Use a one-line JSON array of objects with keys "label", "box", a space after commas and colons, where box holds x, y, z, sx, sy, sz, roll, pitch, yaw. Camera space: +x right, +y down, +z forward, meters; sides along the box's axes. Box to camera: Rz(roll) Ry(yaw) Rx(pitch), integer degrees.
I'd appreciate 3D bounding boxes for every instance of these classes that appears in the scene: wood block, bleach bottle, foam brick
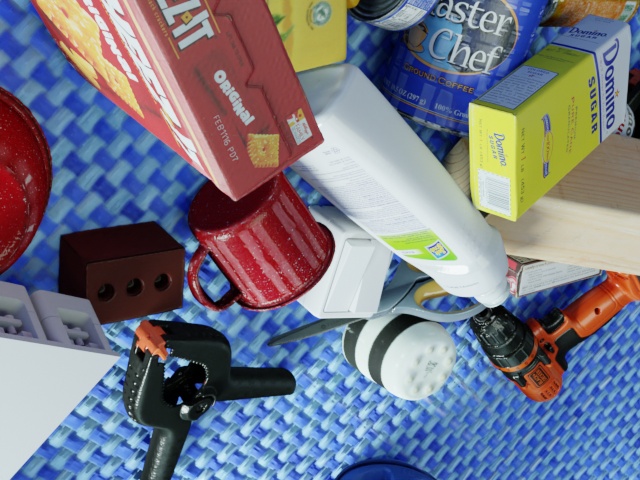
[{"label": "wood block", "box": [0.221, -0.039, 0.929, 0.205, 0.091, 0.090, 9, 146, -22]}, {"label": "bleach bottle", "box": [0.063, -0.029, 0.831, 0.250, 0.103, 0.068, 43, 62, -31]}, {"label": "foam brick", "box": [-0.145, 0.023, 0.778, 0.078, 0.051, 0.053, -11, 121, -31]}]

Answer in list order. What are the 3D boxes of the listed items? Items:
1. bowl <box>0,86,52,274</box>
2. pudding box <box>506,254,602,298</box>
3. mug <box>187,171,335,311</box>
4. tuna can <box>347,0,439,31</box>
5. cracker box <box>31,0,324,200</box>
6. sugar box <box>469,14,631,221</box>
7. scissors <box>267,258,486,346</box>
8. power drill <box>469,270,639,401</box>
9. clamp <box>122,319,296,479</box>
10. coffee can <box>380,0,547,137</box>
[{"label": "bowl", "box": [-0.239, -0.023, 0.679, 0.161, 0.055, 0.162, -18, 125, -28]}, {"label": "pudding box", "box": [0.194, 0.010, 0.994, 0.113, 0.090, 0.039, -14, 122, -31]}, {"label": "mug", "box": [-0.055, 0.001, 0.805, 0.117, 0.093, 0.081, -46, 129, -15]}, {"label": "tuna can", "box": [0.054, -0.196, 0.773, 0.033, 0.086, 0.086, 9, 109, -41]}, {"label": "cracker box", "box": [-0.105, -0.136, 0.603, 0.072, 0.214, 0.164, -37, 131, -14]}, {"label": "sugar box", "box": [0.181, -0.098, 0.824, 0.176, 0.048, 0.093, -36, 135, -34]}, {"label": "scissors", "box": [0.050, 0.042, 0.946, 0.201, 0.096, 0.016, -6, 146, -1]}, {"label": "power drill", "box": [0.247, 0.067, 1.077, 0.187, 0.057, 0.184, -41, 139, 3]}, {"label": "clamp", "box": [-0.110, 0.130, 0.851, 0.164, 0.036, 0.210, -43, 149, -7]}, {"label": "coffee can", "box": [0.113, -0.161, 0.826, 0.102, 0.103, 0.140, 3, 114, -37]}]
